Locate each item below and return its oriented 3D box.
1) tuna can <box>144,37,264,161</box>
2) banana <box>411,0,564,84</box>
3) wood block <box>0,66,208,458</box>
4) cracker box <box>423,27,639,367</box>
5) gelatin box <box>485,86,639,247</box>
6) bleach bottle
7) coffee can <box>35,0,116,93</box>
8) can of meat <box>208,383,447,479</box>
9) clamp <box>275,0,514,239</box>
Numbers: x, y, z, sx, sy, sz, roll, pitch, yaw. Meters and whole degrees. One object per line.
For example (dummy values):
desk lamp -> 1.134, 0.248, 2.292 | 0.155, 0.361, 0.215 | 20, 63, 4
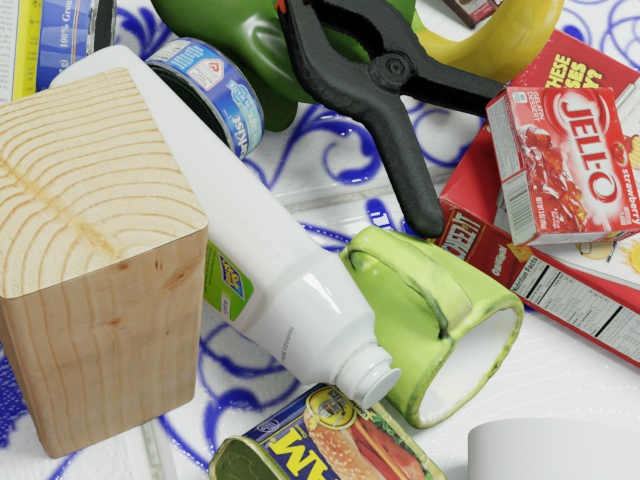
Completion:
tuna can -> -0.076, -0.082, 0.662 | 0.086, 0.086, 0.033 | 39, 61, 13
banana -> 0.098, -0.126, 0.676 | 0.037, 0.198, 0.069 | -23, 100, -20
wood block -> -0.117, 0.023, 0.528 | 0.090, 0.206, 0.091 | -21, 67, -19
cracker box -> 0.196, -0.017, 0.673 | 0.214, 0.072, 0.164 | 30, 61, 9
gelatin box -> 0.138, -0.043, 0.604 | 0.073, 0.030, 0.089 | -2, 74, -22
bleach bottle -> -0.054, 0.001, 0.595 | 0.068, 0.103, 0.251 | -35, 65, -25
coffee can -> -0.204, -0.136, 0.663 | 0.140, 0.103, 0.103 | 6, 60, -5
can of meat -> 0.007, 0.130, 0.563 | 0.083, 0.058, 0.102 | -28, 68, -41
clamp -> 0.049, -0.095, 0.626 | 0.120, 0.039, 0.171 | -36, 85, -31
